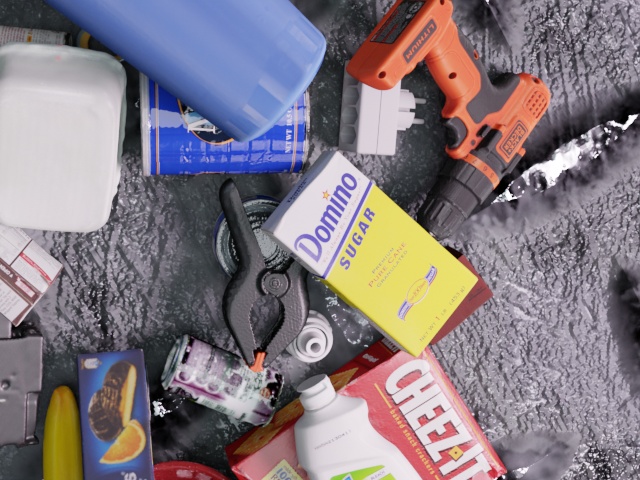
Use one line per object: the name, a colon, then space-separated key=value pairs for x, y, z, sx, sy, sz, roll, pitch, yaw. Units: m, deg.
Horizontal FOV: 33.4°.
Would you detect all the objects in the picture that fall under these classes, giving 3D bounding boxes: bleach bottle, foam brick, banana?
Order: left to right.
banana: x=-0.229 y=0.234 z=0.968 sx=0.037 sy=0.070 sz=0.198 roll=0 pitch=76 yaw=-27
bleach bottle: x=0.055 y=0.229 z=0.946 sx=0.102 sy=0.068 sz=0.251 roll=-28 pitch=100 yaw=-7
foam brick: x=0.114 y=0.052 z=1.010 sx=0.078 sy=0.051 sz=0.053 roll=-39 pitch=103 yaw=-2

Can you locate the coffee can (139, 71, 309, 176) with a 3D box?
coffee can: x=-0.086 y=-0.108 z=0.930 sx=0.140 sy=0.103 sz=0.103 roll=-1 pitch=98 yaw=-9

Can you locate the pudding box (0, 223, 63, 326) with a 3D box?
pudding box: x=-0.272 y=0.017 z=0.912 sx=0.090 sy=0.113 sz=0.039 roll=43 pitch=94 yaw=-12

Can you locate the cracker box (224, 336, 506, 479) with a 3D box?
cracker box: x=0.043 y=0.208 z=1.009 sx=0.213 sy=0.072 sz=0.164 roll=-34 pitch=102 yaw=-4

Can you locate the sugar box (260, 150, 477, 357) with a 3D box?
sugar box: x=0.044 y=0.012 z=0.934 sx=0.176 sy=0.048 sz=0.093 roll=41 pitch=83 yaw=-18

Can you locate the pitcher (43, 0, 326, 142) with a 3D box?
pitcher: x=-0.111 y=-0.195 z=0.804 sx=0.242 sy=0.145 sz=0.149 roll=39 pitch=107 yaw=-18

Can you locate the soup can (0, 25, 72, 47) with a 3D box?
soup can: x=-0.267 y=-0.151 z=0.913 sx=0.102 sy=0.068 sz=0.068 roll=5 pitch=97 yaw=-10

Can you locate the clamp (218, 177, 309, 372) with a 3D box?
clamp: x=-0.034 y=0.032 z=0.955 sx=0.120 sy=0.039 sz=0.171 roll=2 pitch=97 yaw=-7

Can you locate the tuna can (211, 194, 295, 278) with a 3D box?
tuna can: x=-0.056 y=0.001 z=0.984 sx=0.086 sy=0.034 sz=0.086 roll=-1 pitch=98 yaw=-9

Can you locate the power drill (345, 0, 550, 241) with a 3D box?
power drill: x=0.107 y=-0.115 z=0.951 sx=0.187 sy=0.057 sz=0.184 roll=44 pitch=76 yaw=-34
